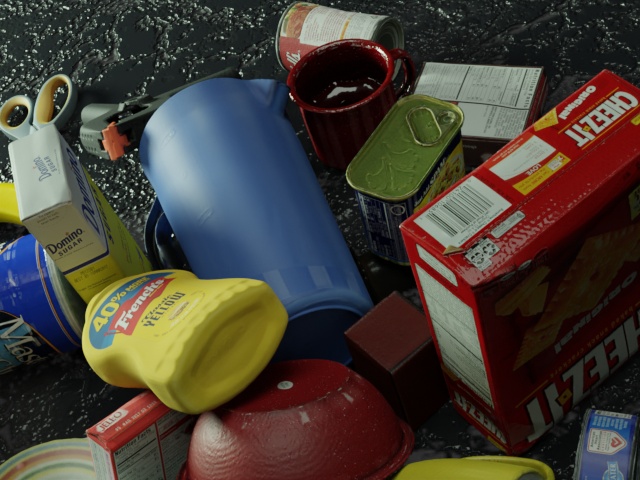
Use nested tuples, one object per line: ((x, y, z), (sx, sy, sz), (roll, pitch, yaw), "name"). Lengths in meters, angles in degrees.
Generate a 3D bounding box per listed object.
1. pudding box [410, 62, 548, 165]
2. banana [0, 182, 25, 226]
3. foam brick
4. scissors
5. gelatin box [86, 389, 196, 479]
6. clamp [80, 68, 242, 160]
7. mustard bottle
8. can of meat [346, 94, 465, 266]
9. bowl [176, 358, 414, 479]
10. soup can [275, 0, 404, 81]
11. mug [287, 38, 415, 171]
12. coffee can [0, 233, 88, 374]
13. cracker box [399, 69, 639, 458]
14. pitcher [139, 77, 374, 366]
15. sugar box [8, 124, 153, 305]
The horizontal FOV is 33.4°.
((0.131, -0.109, 0.915), (0.114, 0.039, 0.090), (8, 54, 23), "pudding box")
((-0.302, -0.023, 0.989), (0.198, 0.037, 0.069), (-7, 62, 25), "banana")
((0.059, 0.085, 0.750), (0.053, 0.078, 0.051), (-38, 49, -17), "foam brick")
((-0.295, -0.086, 1.060), (0.096, 0.016, 0.201), (-5, 53, 22), "scissors")
((-0.121, 0.148, 0.740), (0.030, 0.089, 0.073), (27, 45, 34), "gelatin box")
((-0.153, -0.115, 0.967), (0.164, 0.036, 0.210), (-16, 17, 2), "clamp")
((-0.111, 0.061, 0.737), (0.096, 0.058, 0.192), (-47, 29, -25), "mustard bottle")
((0.069, -0.044, 0.801), (0.058, 0.084, 0.102), (20, 58, 27), "can of meat")
((-0.021, 0.120, 0.708), (0.162, 0.055, 0.162), (-10, 13, 2), "bowl")
((0.019, -0.183, 0.996), (0.102, 0.068, 0.068), (16, 58, 29), "soup can")
((0.035, -0.121, 0.928), (0.117, 0.081, 0.093), (-38, 50, -16), "mug")
((-0.260, 0.056, 0.869), (0.140, 0.103, 0.103), (-19, 48, 4), "coffee can")
((0.150, 0.024, 0.678), (0.164, 0.213, 0.072), (-37, 51, -13), "cracker box")
((-0.056, 0.001, 0.840), (0.145, 0.149, 0.243), (-15, 49, -14), "pitcher")
((-0.178, 0.003, 0.835), (0.048, 0.176, 0.093), (-23, 47, -1), "sugar box")
